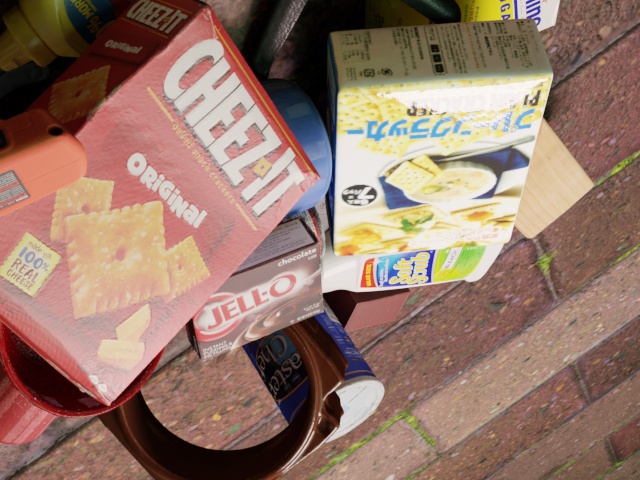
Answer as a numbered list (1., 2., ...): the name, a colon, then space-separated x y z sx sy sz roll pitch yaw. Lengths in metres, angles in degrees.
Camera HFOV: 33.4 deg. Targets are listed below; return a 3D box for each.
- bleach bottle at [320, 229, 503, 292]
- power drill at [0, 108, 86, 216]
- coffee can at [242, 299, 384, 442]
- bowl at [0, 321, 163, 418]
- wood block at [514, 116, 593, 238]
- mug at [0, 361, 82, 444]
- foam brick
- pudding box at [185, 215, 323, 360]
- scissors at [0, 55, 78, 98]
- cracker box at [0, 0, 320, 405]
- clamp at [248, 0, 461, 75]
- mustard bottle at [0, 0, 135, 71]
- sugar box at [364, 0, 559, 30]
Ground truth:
1. bleach bottle: 0.069 0.016 1.111 0.250 0.068 0.103 -10 147 -29
2. power drill: -0.197 -0.105 0.582 0.184 0.188 0.057 -27 159 -6
3. coffee can: -0.014 0.125 1.102 0.102 0.140 0.103 -24 147 -17
4. bowl: -0.204 0.062 0.878 0.161 0.055 0.162 -3 95 -43
5. wood block: 0.181 -0.089 1.044 0.090 0.091 0.205 -41 148 11
6. mug: -0.267 0.117 0.920 0.117 0.093 0.082 30 121 -23
7. foam brick: 0.048 0.060 1.157 0.078 0.053 0.051 -9 140 -35
8. pudding box: -0.055 0.039 0.847 0.113 0.039 0.090 -23 143 -16
9. scissors: -0.209 -0.103 0.734 0.201 0.016 0.096 -8 141 -36
10. cracker box: -0.118 -0.024 0.667 0.213 0.072 0.164 -47 135 -13
11. clamp: -0.001 -0.203 0.753 0.165 0.036 0.210 -17 140 11
12. mustard bottle: -0.129 -0.171 0.677 0.191 0.058 0.096 -35 152 2
13. sugar box: 0.121 -0.196 0.886 0.176 0.048 0.093 -22 143 -16
